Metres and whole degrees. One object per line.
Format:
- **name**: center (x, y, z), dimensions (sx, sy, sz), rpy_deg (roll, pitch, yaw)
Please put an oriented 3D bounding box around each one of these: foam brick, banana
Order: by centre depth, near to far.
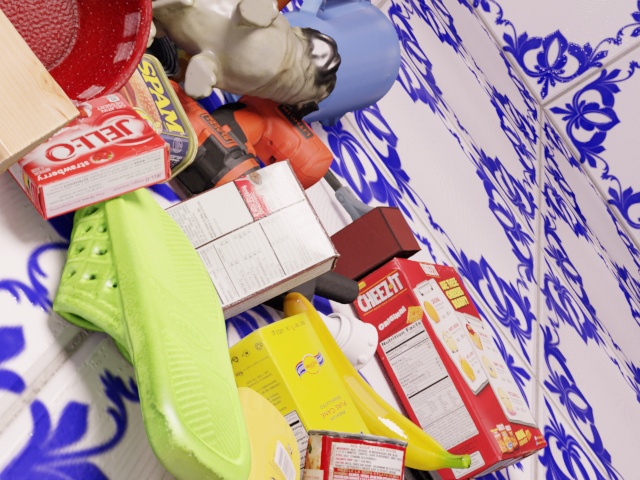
- **banana**: center (0.035, 0.124, 0.870), dimensions (0.198, 0.070, 0.037), rpy_deg (42, 37, 2)
- **foam brick**: center (0.048, 0.007, 1.050), dimensions (0.052, 0.078, 0.051), rpy_deg (-2, 62, -63)

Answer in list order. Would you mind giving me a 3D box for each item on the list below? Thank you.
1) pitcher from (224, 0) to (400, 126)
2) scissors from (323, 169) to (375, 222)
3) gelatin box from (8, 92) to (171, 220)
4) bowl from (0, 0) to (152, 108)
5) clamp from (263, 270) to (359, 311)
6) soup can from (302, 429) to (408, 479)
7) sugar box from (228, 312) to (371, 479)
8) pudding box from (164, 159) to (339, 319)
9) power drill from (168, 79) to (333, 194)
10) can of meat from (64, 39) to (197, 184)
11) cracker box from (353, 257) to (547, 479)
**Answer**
- **pitcher**: center (-0.008, -0.197, 1.131), dimensions (0.149, 0.145, 0.242), rpy_deg (62, 25, -4)
- **scissors**: center (0.038, -0.045, 1.111), dimensions (0.016, 0.096, 0.202), rpy_deg (-30, 89, -29)
- **gelatin box**: center (-0.150, -0.056, 0.675), dimensions (0.073, 0.089, 0.030), rpy_deg (45, -34, 40)
- **bowl**: center (-0.197, -0.157, 0.714), dimensions (0.161, 0.055, 0.162), rpy_deg (1, 89, -29)
- **clamp**: center (-0.033, 0.012, 0.924), dimensions (0.120, 0.039, 0.171), rpy_deg (48, 18, 14)
- **soup can**: center (0.019, 0.180, 0.705), dimensions (0.068, 0.069, 0.102), rpy_deg (26, 67, -53)
- **sugar box**: center (-0.001, 0.144, 0.795), dimensions (0.176, 0.048, 0.093), rpy_deg (59, 21, 7)
- **pudding box**: center (-0.055, 0.001, 0.796), dimensions (0.090, 0.113, 0.039), rpy_deg (62, -14, 11)
- **power drill**: center (-0.055, -0.068, 0.919), dimensions (0.184, 0.057, 0.187), rpy_deg (48, 21, 6)
- **can of meat**: center (-0.151, -0.096, 0.794), dimensions (0.083, 0.058, 0.102), rpy_deg (3, 56, -61)
- **cracker box**: center (0.127, 0.129, 1.060), dimensions (0.164, 0.072, 0.214), rpy_deg (10, 50, -63)
